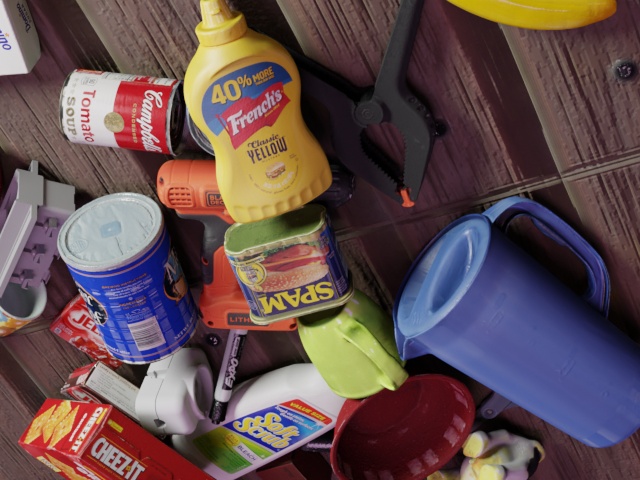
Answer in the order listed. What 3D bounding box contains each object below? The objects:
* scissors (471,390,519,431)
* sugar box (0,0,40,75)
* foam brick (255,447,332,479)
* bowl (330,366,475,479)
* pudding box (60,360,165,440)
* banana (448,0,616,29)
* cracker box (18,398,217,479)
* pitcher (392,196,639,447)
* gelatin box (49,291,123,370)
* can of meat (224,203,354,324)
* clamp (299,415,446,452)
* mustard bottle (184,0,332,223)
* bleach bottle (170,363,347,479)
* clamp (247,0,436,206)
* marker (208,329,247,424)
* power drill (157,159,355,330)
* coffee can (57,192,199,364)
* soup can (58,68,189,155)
[{"bbox_3d":[0.202,0.181,1.136,0.096,0.016,0.202,19,130,-2],"label":"scissors"},{"bbox_3d":[-0.346,-0.192,0.951,0.176,0.048,0.093,-3,127,11],"label":"sugar box"},{"bbox_3d":[-0.029,0.267,1.236,0.053,0.051,0.078,-20,121,25],"label":"foam brick"},{"bbox_3d":[0.076,0.184,1.102,0.162,0.055,0.162,-13,129,-17],"label":"bowl"},{"bbox_3d":[-0.228,0.183,1.203,0.113,0.039,0.090,36,154,-17],"label":"pudding box"},{"bbox_3d":[0.133,-0.207,0.832,0.197,0.037,0.070,28,128,-10],"label":"banana"},{"bbox_3d":[-0.224,0.248,1.177,0.164,0.072,0.214,40,157,-22],"label":"cracker box"},{"bbox_3d":[0.203,0.083,0.995,0.242,0.145,0.149,34,138,-17],"label":"pitcher"},{"bbox_3d":[-0.238,0.094,1.161,0.089,0.030,0.073,38,126,-17],"label":"gelatin box"},{"bbox_3d":[-0.029,0.020,0.972,0.102,0.057,0.084,-14,123,9],"label":"can of meat"},{"bbox_3d":[0.062,0.229,1.193,0.172,0.039,0.120,-37,117,27],"label":"clamp"},{"bbox_3d":[-0.060,-0.113,0.887,0.096,0.058,0.191,-22,120,-6],"label":"mustard bottle"},{"bbox_3d":[-0.043,0.180,1.165,0.251,0.068,0.102,-32,113,29],"label":"bleach bottle"},{"bbox_3d":[0.032,-0.120,0.924,0.165,0.036,0.210,-7,122,19],"label":"clamp"},{"bbox_3d":[-0.098,0.139,1.135,0.020,0.020,0.121,15,101,1],"label":"marker"},{"bbox_3d":[-0.057,0.001,1.030,0.184,0.057,0.188,3,127,7],"label":"power drill"},{"bbox_3d":[-0.186,0.038,1.048,0.103,0.102,0.140,-1,134,14],"label":"coffee can"},{"bbox_3d":[-0.174,-0.115,0.956,0.102,0.068,0.068,8,129,8],"label":"soup can"}]
